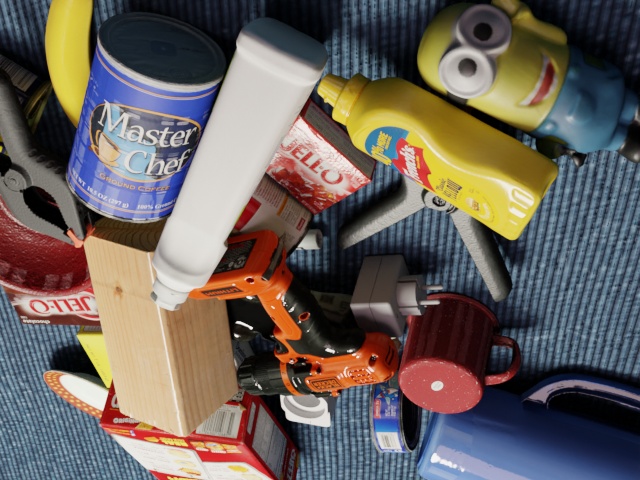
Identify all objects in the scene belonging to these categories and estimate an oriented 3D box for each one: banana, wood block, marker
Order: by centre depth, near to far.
[{"bbox_3d":[-0.198,-0.143,0.920,0.069,0.037,0.198,-18,133,-1],"label":"banana"},{"bbox_3d":[-0.057,0.001,1.023,0.121,0.020,0.020,-3,133,22],"label":"marker"},{"bbox_3d":[-0.151,0.073,1.027,0.091,0.090,0.206,14,124,32],"label":"wood block"}]

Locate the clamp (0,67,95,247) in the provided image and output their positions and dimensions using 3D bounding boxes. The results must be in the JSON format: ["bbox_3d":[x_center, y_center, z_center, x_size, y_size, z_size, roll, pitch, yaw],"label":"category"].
[{"bbox_3d":[-0.256,-0.069,0.921,0.171,0.039,0.120,40,133,-13],"label":"clamp"}]

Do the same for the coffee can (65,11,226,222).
[{"bbox_3d":[-0.145,-0.100,0.875,0.103,0.102,0.140,22,126,-3],"label":"coffee can"}]

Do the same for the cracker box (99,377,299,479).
[{"bbox_3d":[-0.127,0.221,1.194,0.164,0.072,0.213,4,152,16],"label":"cracker box"}]

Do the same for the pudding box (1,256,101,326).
[{"bbox_3d":[-0.278,0.049,1.135,0.114,0.039,0.090,2,134,17],"label":"pudding box"}]

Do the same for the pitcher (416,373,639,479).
[{"bbox_3d":[0.229,0.215,1.070,0.243,0.149,0.145,19,152,5],"label":"pitcher"}]

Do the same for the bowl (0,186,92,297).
[{"bbox_3d":[-0.281,-0.016,1.038,0.162,0.055,0.162,8,139,7],"label":"bowl"}]

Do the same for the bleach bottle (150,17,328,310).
[{"bbox_3d":[-0.078,-0.050,0.853,0.068,0.102,0.251,27,110,-2],"label":"bleach bottle"}]

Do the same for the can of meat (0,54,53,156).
[{"bbox_3d":[-0.298,-0.122,0.959,0.084,0.057,0.102,31,135,-8],"label":"can of meat"}]

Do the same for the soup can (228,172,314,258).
[{"bbox_3d":[-0.065,-0.031,0.958,0.102,0.068,0.069,37,134,-18],"label":"soup can"}]

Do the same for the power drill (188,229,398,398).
[{"bbox_3d":[-0.045,0.076,0.978,0.185,0.057,0.187,-15,132,36],"label":"power drill"}]

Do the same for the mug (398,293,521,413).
[{"bbox_3d":[0.132,0.112,1.021,0.117,0.081,0.093,5,135,15],"label":"mug"}]

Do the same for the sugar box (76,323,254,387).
[{"bbox_3d":[-0.166,0.119,1.161,0.176,0.048,0.093,-1,134,22],"label":"sugar box"}]

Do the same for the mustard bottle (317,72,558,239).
[{"bbox_3d":[0.083,-0.075,0.817,0.192,0.058,0.096,31,165,9],"label":"mustard bottle"}]

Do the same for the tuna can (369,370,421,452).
[{"bbox_3d":[0.079,0.176,1.102,0.034,0.086,0.086,-2,133,20],"label":"tuna can"}]

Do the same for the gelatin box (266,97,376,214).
[{"bbox_3d":[-0.008,-0.071,0.924,0.089,0.030,0.073,41,132,-22],"label":"gelatin box"}]

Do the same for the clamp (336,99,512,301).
[{"bbox_3d":[0.096,-0.042,0.912,0.165,0.036,0.210,13,134,12],"label":"clamp"}]
